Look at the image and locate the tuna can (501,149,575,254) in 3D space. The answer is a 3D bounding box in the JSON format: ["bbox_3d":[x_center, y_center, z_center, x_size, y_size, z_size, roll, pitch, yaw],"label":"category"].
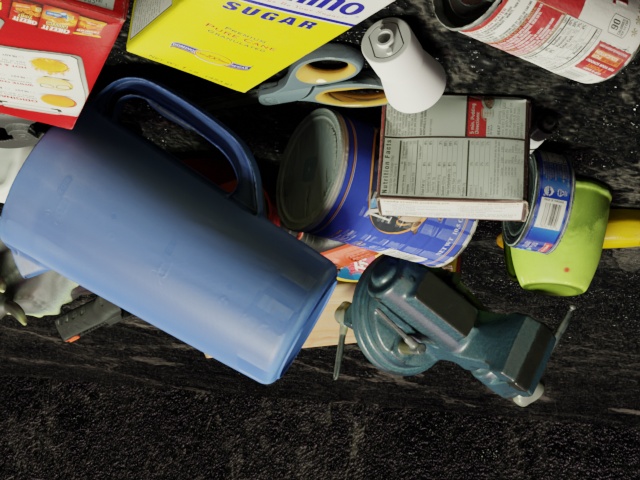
[{"bbox_3d":[0.181,-0.033,0.893,0.033,0.086,0.086,10,165,-7],"label":"tuna can"}]

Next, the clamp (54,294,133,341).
[{"bbox_3d":[-0.199,0.060,1.089,0.164,0.036,0.210,-23,178,-42],"label":"clamp"}]

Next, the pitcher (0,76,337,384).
[{"bbox_3d":[-0.107,-0.003,0.823,0.243,0.144,0.149,30,144,6],"label":"pitcher"}]

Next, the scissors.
[{"bbox_3d":[-0.037,-0.119,0.802,0.202,0.016,0.096,1,163,20],"label":"scissors"}]

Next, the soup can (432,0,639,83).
[{"bbox_3d":[0.121,-0.131,0.582,0.102,0.068,0.069,15,163,-30],"label":"soup can"}]

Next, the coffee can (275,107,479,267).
[{"bbox_3d":[0.048,-0.042,0.884,0.140,0.103,0.103,15,163,-29],"label":"coffee can"}]

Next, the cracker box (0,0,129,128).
[{"bbox_3d":[-0.215,-0.148,0.665,0.164,0.072,0.214,12,165,-18],"label":"cracker box"}]

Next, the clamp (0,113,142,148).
[{"bbox_3d":[-0.241,-0.101,0.913,0.172,0.039,0.120,-4,155,28],"label":"clamp"}]

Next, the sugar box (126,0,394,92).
[{"bbox_3d":[-0.040,-0.145,0.645,0.093,0.048,0.177,15,164,-29],"label":"sugar box"}]

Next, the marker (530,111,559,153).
[{"bbox_3d":[0.164,-0.077,0.865,0.020,0.020,0.121,9,165,-8],"label":"marker"}]

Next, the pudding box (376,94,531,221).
[{"bbox_3d":[0.101,-0.063,0.803,0.113,0.090,0.039,2,160,10],"label":"pudding box"}]
